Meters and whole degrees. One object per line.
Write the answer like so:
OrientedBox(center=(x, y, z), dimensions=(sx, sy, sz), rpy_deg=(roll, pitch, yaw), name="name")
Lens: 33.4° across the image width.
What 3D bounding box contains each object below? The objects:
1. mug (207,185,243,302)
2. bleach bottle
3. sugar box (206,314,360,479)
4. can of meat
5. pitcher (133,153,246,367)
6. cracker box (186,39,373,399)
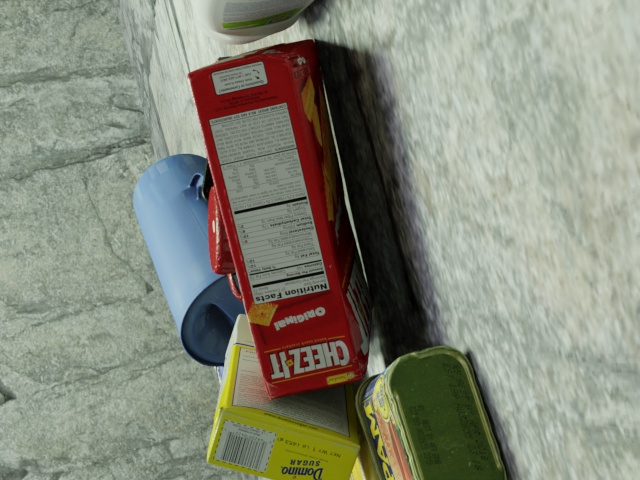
OrientedBox(center=(-0.056, 0.001, 0.952), dimensions=(0.093, 0.081, 0.117), rpy_deg=(144, 124, -76), name="mug")
OrientedBox(center=(-0.049, -0.170, 0.692), dimensions=(0.251, 0.102, 0.068), rpy_deg=(170, 90, -78), name="bleach bottle")
OrientedBox(center=(-0.025, 0.110, 0.749), dimensions=(0.176, 0.093, 0.048), rpy_deg=(-93, 21, -77), name="sugar box")
OrientedBox(center=(0.065, 0.118, 0.633), dimensions=(0.084, 0.057, 0.102), rpy_deg=(117, 138, -71), name="can of meat")
OrientedBox(center=(-0.119, 0.003, 1.141), dimensions=(0.144, 0.149, 0.243), rpy_deg=(34, -164, -43), name="pitcher")
OrientedBox(center=(-0.018, -0.024, 0.725), dimensions=(0.164, 0.072, 0.214), rpy_deg=(-68, -35, -76), name="cracker box")
